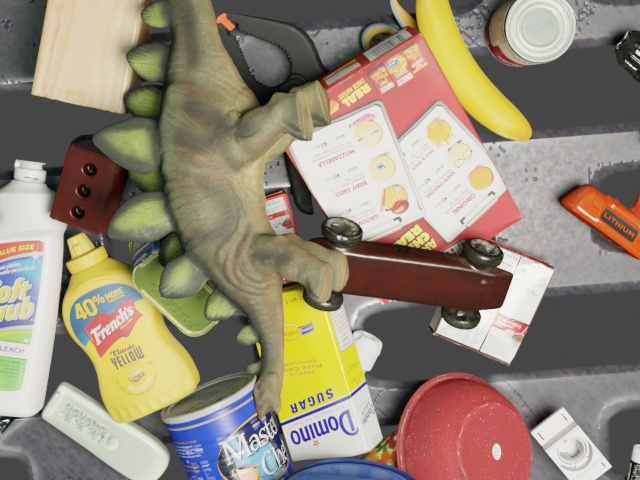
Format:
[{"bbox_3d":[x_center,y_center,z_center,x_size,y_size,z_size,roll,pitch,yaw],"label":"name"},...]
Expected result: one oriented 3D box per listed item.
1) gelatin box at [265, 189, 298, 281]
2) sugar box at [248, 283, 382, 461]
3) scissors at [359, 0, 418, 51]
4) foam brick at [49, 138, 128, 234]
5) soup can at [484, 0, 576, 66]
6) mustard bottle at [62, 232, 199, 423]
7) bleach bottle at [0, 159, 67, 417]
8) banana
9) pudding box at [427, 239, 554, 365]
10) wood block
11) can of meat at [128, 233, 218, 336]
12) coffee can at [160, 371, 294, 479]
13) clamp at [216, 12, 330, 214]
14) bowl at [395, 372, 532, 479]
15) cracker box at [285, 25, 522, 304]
[{"bbox_3d":[-0.057,0.001,1.076,0.073,0.030,0.089,-17,98,3],"label":"gelatin box"},{"bbox_3d":[-0.007,0.131,1.071,0.093,0.048,0.176,-13,96,30],"label":"sugar box"},{"bbox_3d":[0.116,-0.160,1.061,0.096,0.016,0.202,-32,96,1],"label":"scissors"},{"bbox_3d":[-0.220,-0.052,1.028,0.053,0.051,0.078,19,105,3],"label":"foam brick"},{"bbox_3d":[0.198,-0.201,1.014,0.068,0.102,0.068,0,98,-1],"label":"soup can"},{"bbox_3d":[-0.203,0.081,1.071,0.096,0.058,0.191,-24,97,8],"label":"mustard bottle"},{"bbox_3d":[-0.311,0.044,1.064,0.102,0.068,0.251,8,95,-2],"label":"bleach bottle"},{"bbox_3d":[0.140,-0.174,1.030,0.069,0.037,0.198,-30,97,-22],"label":"banana"},{"bbox_3d":[0.173,0.059,1.083,0.090,0.039,0.113,23,95,-3],"label":"pudding box"},{"bbox_3d":[-0.204,-0.231,1.011,0.090,0.091,0.206,12,97,-3],"label":"wood block"},{"bbox_3d":[-0.139,0.035,1.040,0.057,0.084,0.102,-41,112,9],"label":"can of meat"},{"bbox_3d":[-0.086,0.216,1.069,0.103,0.103,0.140,-21,98,2],"label":"coffee can"},{"bbox_3d":[-0.029,-0.138,1.053,0.210,0.036,0.164,37,95,-9],"label":"clamp"},{"bbox_3d":[0.155,0.208,1.053,0.161,0.055,0.162,8,75,-30],"label":"bowl"},{"bbox_3d":[0.069,-0.072,1.024,0.164,0.072,0.213,-32,111,3],"label":"cracker box"}]
